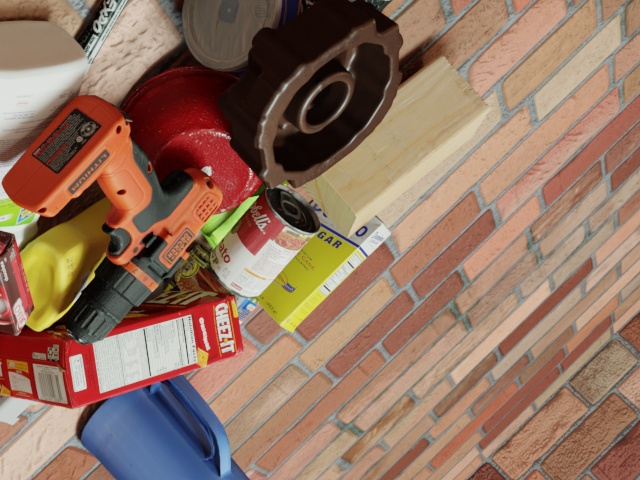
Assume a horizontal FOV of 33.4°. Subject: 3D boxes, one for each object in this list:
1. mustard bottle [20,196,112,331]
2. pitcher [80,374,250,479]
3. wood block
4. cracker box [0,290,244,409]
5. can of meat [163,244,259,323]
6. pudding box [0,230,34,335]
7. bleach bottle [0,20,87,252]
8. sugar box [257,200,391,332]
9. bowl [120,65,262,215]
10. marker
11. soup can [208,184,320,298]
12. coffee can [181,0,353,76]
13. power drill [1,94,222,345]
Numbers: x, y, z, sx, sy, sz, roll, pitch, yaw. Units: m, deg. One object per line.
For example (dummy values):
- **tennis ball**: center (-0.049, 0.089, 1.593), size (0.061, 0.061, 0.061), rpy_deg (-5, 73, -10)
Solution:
- **mustard bottle**: center (-0.209, 0.005, 1.003), size (0.191, 0.058, 0.096), rpy_deg (-44, 162, -56)
- **pitcher**: center (-0.162, 0.277, 1.285), size (0.145, 0.243, 0.149), rpy_deg (-42, 159, -13)
- **wood block**: center (0.084, -0.109, 1.233), size (0.206, 0.090, 0.091), rpy_deg (-39, 172, -14)
- **cracker box**: center (-0.210, 0.101, 1.063), size (0.213, 0.164, 0.072), rpy_deg (-14, 100, -47)
- **can of meat**: center (-0.129, 0.066, 1.194), size (0.084, 0.102, 0.057), rpy_deg (-47, 153, 0)
- **pudding box**: center (-0.299, 0.026, 0.877), size (0.039, 0.113, 0.090), rpy_deg (-64, 161, -44)
- **bleach bottle**: center (-0.266, -0.057, 0.872), size (0.102, 0.068, 0.251), rpy_deg (-16, 144, -43)
- **sugar box**: center (-0.009, 0.018, 1.305), size (0.176, 0.093, 0.048), rpy_deg (-47, 153, 1)
- **bowl**: center (-0.111, -0.077, 0.983), size (0.162, 0.055, 0.162), rpy_deg (-6, 128, -8)
- **marker**: center (-0.172, -0.186, 0.868), size (0.121, 0.020, 0.020), rpy_deg (-54, 152, 18)
- **soup can**: center (-0.057, 0.001, 1.068), size (0.102, 0.068, 0.068), rpy_deg (-47, 155, 27)
- **coffee can**: center (-0.040, -0.191, 0.954), size (0.103, 0.103, 0.140), rpy_deg (-55, 152, 19)
- **power drill**: center (-0.177, -0.016, 0.875), size (0.184, 0.057, 0.187), rpy_deg (-52, 149, -11)
